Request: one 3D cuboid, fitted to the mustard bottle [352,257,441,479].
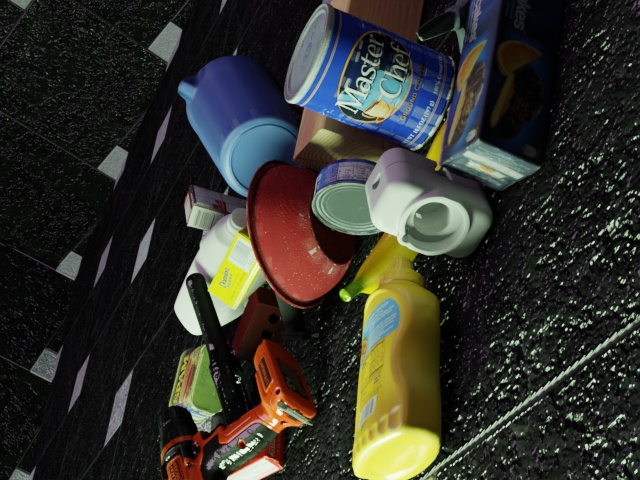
[{"bbox_3d":[0.064,0.094,0.872,0.096,0.058,0.191,120,160,-49],"label":"mustard bottle"}]

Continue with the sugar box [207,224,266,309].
[{"bbox_3d":[-0.058,0.001,1.245,0.093,0.048,0.176,-60,-7,31],"label":"sugar box"}]

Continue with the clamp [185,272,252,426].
[{"bbox_3d":[-0.118,0.148,1.292,0.210,0.036,0.164,-111,0,-52],"label":"clamp"}]

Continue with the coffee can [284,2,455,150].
[{"bbox_3d":[0.048,-0.161,1.059,0.103,0.140,0.103,-161,90,-73],"label":"coffee can"}]

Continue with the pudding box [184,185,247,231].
[{"bbox_3d":[-0.137,-0.037,1.542,0.090,0.113,0.039,-116,45,-68],"label":"pudding box"}]

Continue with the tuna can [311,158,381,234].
[{"bbox_3d":[0.036,-0.044,1.062,0.086,0.086,0.033,-48,27,51],"label":"tuna can"}]

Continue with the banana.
[{"bbox_3d":[0.086,-0.026,0.944,0.198,0.037,0.069,-60,-11,6],"label":"banana"}]

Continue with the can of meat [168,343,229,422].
[{"bbox_3d":[-0.160,0.193,1.458,0.084,0.057,0.102,-30,44,61],"label":"can of meat"}]

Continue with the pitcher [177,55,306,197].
[{"bbox_3d":[-0.082,-0.140,1.367,0.243,0.149,0.145,-120,8,-62],"label":"pitcher"}]

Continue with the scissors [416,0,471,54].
[{"bbox_3d":[0.117,-0.173,0.910,0.201,0.016,0.096,-55,-35,-48],"label":"scissors"}]

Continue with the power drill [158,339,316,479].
[{"bbox_3d":[-0.097,0.196,1.140,0.188,0.057,0.184,-47,35,12],"label":"power drill"}]

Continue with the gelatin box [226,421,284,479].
[{"bbox_3d":[-0.079,0.228,1.167,0.089,0.030,0.073,-32,35,30],"label":"gelatin box"}]

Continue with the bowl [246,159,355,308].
[{"bbox_3d":[-0.009,-0.013,1.118,0.055,0.162,0.162,-14,51,30],"label":"bowl"}]

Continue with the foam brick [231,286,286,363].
[{"bbox_3d":[-0.067,0.103,1.275,0.051,0.053,0.078,-118,48,-68],"label":"foam brick"}]

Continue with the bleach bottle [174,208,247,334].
[{"bbox_3d":[-0.120,0.032,1.371,0.102,0.068,0.251,-29,-18,-30],"label":"bleach bottle"}]

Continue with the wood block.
[{"bbox_3d":[0.043,-0.178,1.177,0.090,0.090,0.206,139,146,-60],"label":"wood block"}]
